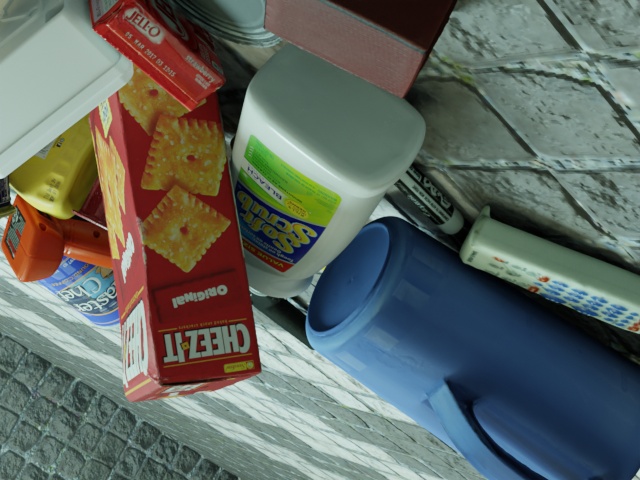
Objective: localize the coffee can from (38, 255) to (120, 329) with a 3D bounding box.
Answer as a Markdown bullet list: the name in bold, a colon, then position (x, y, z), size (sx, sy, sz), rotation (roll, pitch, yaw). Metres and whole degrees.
- **coffee can**: position (-0.260, 0.022, 1.182), size (0.103, 0.102, 0.140), rotation (14, 157, 38)

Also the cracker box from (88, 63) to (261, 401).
- **cracker box**: position (-0.103, -0.006, 0.704), size (0.072, 0.214, 0.164), rotation (-6, 170, -17)

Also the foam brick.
- **foam brick**: position (0.020, -0.111, 0.484), size (0.078, 0.053, 0.051), rotation (28, 162, 4)

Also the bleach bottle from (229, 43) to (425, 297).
- **bleach bottle**: position (-0.014, -0.019, 0.690), size (0.102, 0.068, 0.251), rotation (37, 153, 7)

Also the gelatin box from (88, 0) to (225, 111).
- **gelatin box**: position (-0.092, -0.121, 0.588), size (0.073, 0.030, 0.089), rotation (41, -164, -35)

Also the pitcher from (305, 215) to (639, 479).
- **pitcher**: position (0.112, 0.094, 0.750), size (0.242, 0.145, 0.149), rotation (34, 166, -20)

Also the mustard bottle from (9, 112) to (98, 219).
- **mustard bottle**: position (-0.267, -0.095, 0.878), size (0.192, 0.096, 0.058), rotation (23, 165, 14)

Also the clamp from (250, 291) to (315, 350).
- **clamp**: position (-0.068, 0.052, 1.088), size (0.164, 0.036, 0.210), rotation (25, 164, 8)

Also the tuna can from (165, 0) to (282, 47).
- **tuna can**: position (-0.047, -0.138, 0.539), size (0.086, 0.033, 0.086), rotation (25, 162, 9)

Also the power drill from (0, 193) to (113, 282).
- **power drill**: position (-0.171, 0.020, 0.924), size (0.187, 0.057, 0.185), rotation (16, -170, -31)

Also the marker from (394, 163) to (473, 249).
- **marker**: position (0.070, -0.027, 0.695), size (0.020, 0.020, 0.121), rotation (6, 152, 49)
